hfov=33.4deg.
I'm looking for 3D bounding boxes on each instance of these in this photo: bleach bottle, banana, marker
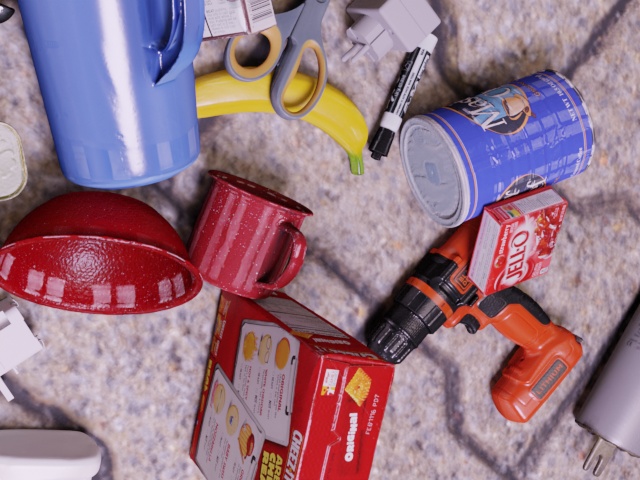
[{"bbox_3d":[-0.249,0.283,0.875,0.102,0.068,0.251,6,102,-25],"label":"bleach bottle"},{"bbox_3d":[-0.033,-0.110,0.896,0.197,0.037,0.069,16,95,-26],"label":"banana"},{"bbox_3d":[0.072,-0.127,0.945,0.020,0.020,0.121,25,87,-27],"label":"marker"}]

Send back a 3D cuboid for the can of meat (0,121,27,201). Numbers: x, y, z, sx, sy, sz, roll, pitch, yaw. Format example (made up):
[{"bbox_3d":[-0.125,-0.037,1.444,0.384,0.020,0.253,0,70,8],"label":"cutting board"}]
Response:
[{"bbox_3d":[-0.272,-0.057,0.774,0.102,0.084,0.057,-13,107,-21],"label":"can of meat"}]

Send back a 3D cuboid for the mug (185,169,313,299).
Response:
[{"bbox_3d":[-0.056,0.001,0.871,0.093,0.117,0.081,15,101,-49],"label":"mug"}]

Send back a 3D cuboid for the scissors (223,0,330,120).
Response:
[{"bbox_3d":[-0.021,-0.198,0.876,0.096,0.016,0.202,14,79,-19],"label":"scissors"}]

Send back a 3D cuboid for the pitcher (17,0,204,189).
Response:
[{"bbox_3d":[-0.148,-0.163,0.766,0.145,0.149,0.243,-6,113,-1],"label":"pitcher"}]

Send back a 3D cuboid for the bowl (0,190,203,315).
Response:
[{"bbox_3d":[-0.169,0.006,0.817,0.161,0.162,0.055,13,63,-26],"label":"bowl"}]

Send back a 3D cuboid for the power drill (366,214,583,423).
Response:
[{"bbox_3d":[0.151,0.089,1.013,0.184,0.057,0.187,-47,116,-8],"label":"power drill"}]

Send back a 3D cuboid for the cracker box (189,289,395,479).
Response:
[{"bbox_3d":[-0.030,0.141,0.855,0.072,0.214,0.164,8,98,-26],"label":"cracker box"}]

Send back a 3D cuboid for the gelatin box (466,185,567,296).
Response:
[{"bbox_3d":[0.173,0.002,0.942,0.073,0.030,0.089,-17,137,-24],"label":"gelatin box"}]

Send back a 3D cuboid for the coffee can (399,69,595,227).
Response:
[{"bbox_3d":[0.157,-0.083,0.951,0.140,0.103,0.103,-22,110,-19],"label":"coffee can"}]

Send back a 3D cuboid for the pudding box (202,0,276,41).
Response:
[{"bbox_3d":[-0.091,-0.210,0.817,0.039,0.090,0.113,-33,116,-50],"label":"pudding box"}]
